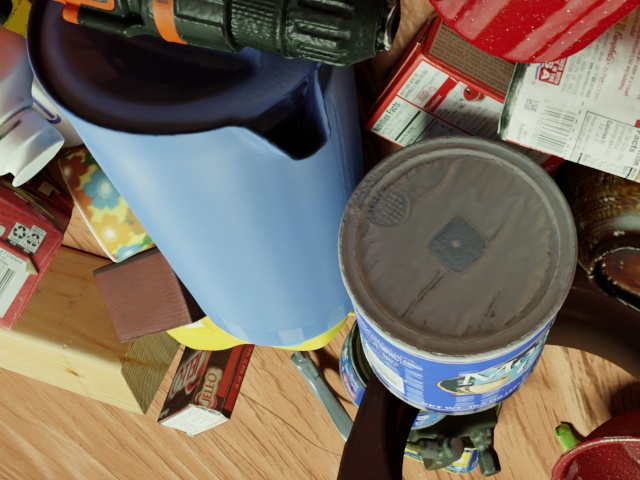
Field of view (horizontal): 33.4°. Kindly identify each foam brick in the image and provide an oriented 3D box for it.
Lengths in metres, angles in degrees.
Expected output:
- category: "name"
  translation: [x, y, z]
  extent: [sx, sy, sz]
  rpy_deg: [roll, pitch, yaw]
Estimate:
- category: "foam brick"
  translation: [-0.097, 0.028, 0.685]
  extent: [0.078, 0.052, 0.051]
  rpy_deg: [-17, 95, 42]

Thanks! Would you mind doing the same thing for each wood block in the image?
- category: "wood block"
  translation: [-0.228, 0.060, 0.887]
  extent: [0.206, 0.090, 0.091]
  rpy_deg: [16, 151, 15]

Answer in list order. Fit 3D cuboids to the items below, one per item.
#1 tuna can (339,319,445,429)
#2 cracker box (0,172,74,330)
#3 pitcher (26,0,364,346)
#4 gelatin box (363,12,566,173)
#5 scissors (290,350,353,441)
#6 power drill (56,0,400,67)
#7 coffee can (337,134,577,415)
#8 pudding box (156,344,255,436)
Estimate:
- category: "tuna can"
  translation: [0.057, 0.079, 0.704]
  extent: [0.086, 0.086, 0.034]
  rpy_deg: [22, 151, 3]
- category: "cracker box"
  translation: [-0.242, -0.030, 0.672]
  extent: [0.164, 0.072, 0.214]
  rpy_deg: [31, 180, -13]
- category: "pitcher"
  translation: [-0.045, -0.049, 0.533]
  extent: [0.145, 0.149, 0.243]
  rpy_deg: [1, 151, 10]
- category: "gelatin box"
  translation: [0.074, -0.061, 0.505]
  extent: [0.089, 0.030, 0.073]
  rpy_deg: [27, 154, -7]
- category: "scissors"
  translation: [-0.002, 0.112, 0.837]
  extent: [0.096, 0.016, 0.201]
  rpy_deg: [53, 174, 39]
- category: "power drill"
  translation: [-0.054, -0.153, 0.348]
  extent: [0.184, 0.057, 0.188]
  rpy_deg: [16, 129, 12]
- category: "coffee can"
  translation: [0.065, 0.023, 0.523]
  extent: [0.103, 0.102, 0.140]
  rpy_deg: [17, 164, 12]
- category: "pudding box"
  translation: [-0.089, 0.104, 0.853]
  extent: [0.039, 0.090, 0.114]
  rpy_deg: [25, 156, -11]
